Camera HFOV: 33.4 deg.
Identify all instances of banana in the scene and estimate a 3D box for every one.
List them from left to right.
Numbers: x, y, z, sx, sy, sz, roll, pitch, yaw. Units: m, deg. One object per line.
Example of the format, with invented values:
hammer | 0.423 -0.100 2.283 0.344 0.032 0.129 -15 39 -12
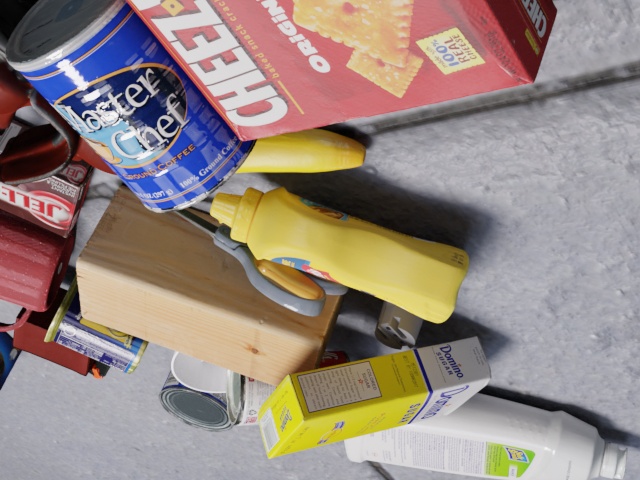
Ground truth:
banana | -0.062 -0.062 0.786 0.198 0.037 0.069 -6 167 39

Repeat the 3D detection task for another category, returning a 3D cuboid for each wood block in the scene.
wood block | -0.089 0.043 0.894 0.206 0.090 0.091 19 145 5

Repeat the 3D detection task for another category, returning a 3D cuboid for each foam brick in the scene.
foam brick | -0.244 0.083 1.013 0.078 0.053 0.051 21 138 1

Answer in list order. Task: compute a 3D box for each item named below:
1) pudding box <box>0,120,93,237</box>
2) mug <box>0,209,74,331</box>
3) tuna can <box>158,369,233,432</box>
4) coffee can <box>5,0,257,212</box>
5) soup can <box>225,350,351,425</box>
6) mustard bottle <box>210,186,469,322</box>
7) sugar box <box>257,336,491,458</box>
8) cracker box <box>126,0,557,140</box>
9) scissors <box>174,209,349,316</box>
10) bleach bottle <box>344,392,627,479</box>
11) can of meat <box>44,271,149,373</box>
pudding box | -0.251 -0.057 0.891 0.113 0.039 0.090 26 146 -6
mug | -0.276 0.026 0.959 0.081 0.117 0.093 19 180 -5
tuna can | -0.126 0.167 1.134 0.086 0.033 0.086 15 145 10
coffee can | -0.120 -0.101 0.701 0.103 0.102 0.140 -8 136 36
soup can | -0.028 0.131 0.945 0.102 0.068 0.069 2 149 -16
mustard bottle | 0.011 0.004 0.792 0.191 0.058 0.096 20 -179 1
sugar box | 0.044 0.128 0.870 0.176 0.048 0.093 -6 154 -25
cracker box | 0.000 -0.146 0.601 0.214 0.072 0.164 -7 136 37
scissors | -0.056 0.001 0.855 0.202 0.096 0.016 38 118 37
bleach bottle | 0.149 0.182 0.976 0.251 0.068 0.102 9 143 14
can of meat | -0.188 0.060 0.963 0.084 0.102 0.058 25 146 -9
